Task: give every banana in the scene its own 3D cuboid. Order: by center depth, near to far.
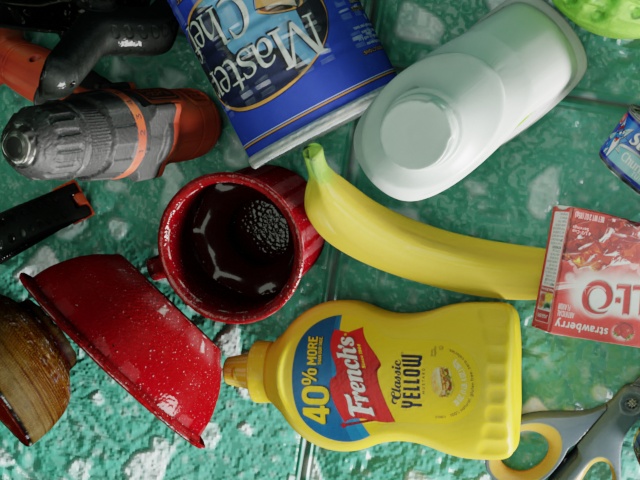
[{"bbox_3d":[0.069,0.003,0.645,0.197,0.070,0.037,21,66,-11],"label":"banana"}]

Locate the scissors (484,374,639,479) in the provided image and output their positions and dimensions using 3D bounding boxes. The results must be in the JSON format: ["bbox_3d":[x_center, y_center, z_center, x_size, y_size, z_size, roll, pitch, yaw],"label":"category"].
[{"bbox_3d":[0.173,0.097,0.666,0.096,0.016,0.202,24,107,10],"label":"scissors"}]

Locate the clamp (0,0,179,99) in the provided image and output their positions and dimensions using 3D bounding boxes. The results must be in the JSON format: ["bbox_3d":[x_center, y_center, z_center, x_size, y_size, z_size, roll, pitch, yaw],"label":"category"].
[{"bbox_3d":[-0.134,-0.123,0.620,0.120,0.171,0.039,44,130,26],"label":"clamp"}]

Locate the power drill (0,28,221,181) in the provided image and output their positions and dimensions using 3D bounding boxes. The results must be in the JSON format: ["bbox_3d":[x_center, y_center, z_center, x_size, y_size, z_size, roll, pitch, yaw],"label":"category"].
[{"bbox_3d":[-0.175,-0.089,0.648,0.188,0.184,0.057,27,108,19],"label":"power drill"}]

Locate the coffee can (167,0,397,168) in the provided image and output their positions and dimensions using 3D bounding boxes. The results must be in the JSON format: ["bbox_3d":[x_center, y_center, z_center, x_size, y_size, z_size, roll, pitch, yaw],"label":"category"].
[{"bbox_3d":[-0.026,-0.127,0.628,0.103,0.102,0.140,-26,94,20],"label":"coffee can"}]

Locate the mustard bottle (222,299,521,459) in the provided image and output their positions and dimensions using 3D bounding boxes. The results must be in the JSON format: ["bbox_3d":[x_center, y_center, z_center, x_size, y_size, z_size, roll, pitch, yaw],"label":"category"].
[{"bbox_3d":[0.029,0.086,0.682,0.192,0.058,0.096,0,90,17],"label":"mustard bottle"}]

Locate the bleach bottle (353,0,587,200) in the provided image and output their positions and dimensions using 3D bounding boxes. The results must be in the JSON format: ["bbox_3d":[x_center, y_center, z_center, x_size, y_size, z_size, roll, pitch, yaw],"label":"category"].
[{"bbox_3d":[0.076,-0.073,0.531,0.103,0.250,0.068,-41,89,20],"label":"bleach bottle"}]

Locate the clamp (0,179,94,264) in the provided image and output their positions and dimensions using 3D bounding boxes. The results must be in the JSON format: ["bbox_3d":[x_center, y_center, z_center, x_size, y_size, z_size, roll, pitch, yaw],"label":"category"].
[{"bbox_3d":[-0.249,0.020,0.702,0.165,0.209,0.036,-22,98,56],"label":"clamp"}]

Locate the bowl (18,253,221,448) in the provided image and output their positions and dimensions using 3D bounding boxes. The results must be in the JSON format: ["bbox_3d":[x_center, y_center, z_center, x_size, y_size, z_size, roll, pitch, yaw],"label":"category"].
[{"bbox_3d":[-0.115,0.059,0.685,0.162,0.162,0.055,43,83,3],"label":"bowl"}]

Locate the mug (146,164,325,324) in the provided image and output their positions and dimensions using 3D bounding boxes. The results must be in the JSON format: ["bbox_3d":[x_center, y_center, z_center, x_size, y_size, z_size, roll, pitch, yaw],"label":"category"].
[{"bbox_3d":[-0.054,0.001,0.675,0.117,0.081,0.093,-20,96,19],"label":"mug"}]
